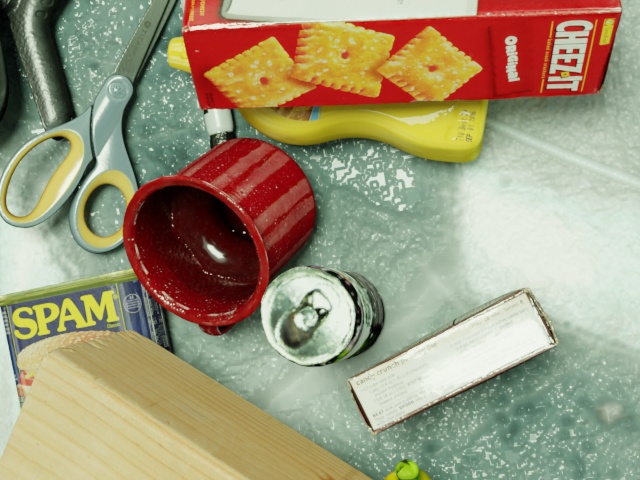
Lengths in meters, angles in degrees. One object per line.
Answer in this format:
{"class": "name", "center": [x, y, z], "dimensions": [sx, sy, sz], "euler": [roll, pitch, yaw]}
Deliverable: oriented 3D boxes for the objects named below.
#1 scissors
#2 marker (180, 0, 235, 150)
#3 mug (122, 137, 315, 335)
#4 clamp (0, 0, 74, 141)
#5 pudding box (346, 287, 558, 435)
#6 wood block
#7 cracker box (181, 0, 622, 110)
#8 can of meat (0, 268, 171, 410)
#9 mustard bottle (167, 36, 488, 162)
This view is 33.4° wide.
{"class": "scissors", "center": [-0.119, -0.076, 0.679], "dimensions": [0.096, 0.016, 0.201], "euler": [44, 83, -12]}
{"class": "marker", "center": [-0.068, -0.098, 0.671], "dimensions": [0.020, 0.020, 0.121], "euler": [-12, 86, 11]}
{"class": "mug", "center": [-0.054, 0.001, 0.627], "dimensions": [0.093, 0.081, 0.117], "euler": [13, 121, 21]}
{"class": "clamp", "center": [-0.212, -0.154, 0.691], "dimensions": [0.120, 0.039, 0.171], "euler": [5, 92, 6]}
{"class": "pudding box", "center": [0.076, 0.067, 0.602], "dimensions": [0.113, 0.090, 0.039], "euler": [-30, 83, 9]}
{"class": "wood block", "center": [-0.056, 0.139, 0.559], "dimensions": [0.206, 0.090, 0.090], "euler": [29, 103, 18]}
{"class": "cracker box", "center": [0.039, -0.154, 0.580], "dimensions": [0.213, 0.072, 0.164], "euler": [-1, 57, 3]}
{"class": "can of meat", "center": [-0.144, 0.065, 0.664], "dimensions": [0.102, 0.057, 0.084], "euler": [-12, 89, 11]}
{"class": "mustard bottle", "center": [0.004, -0.103, 0.630], "dimensions": [0.192, 0.058, 0.096], "euler": [6, 80, 8]}
